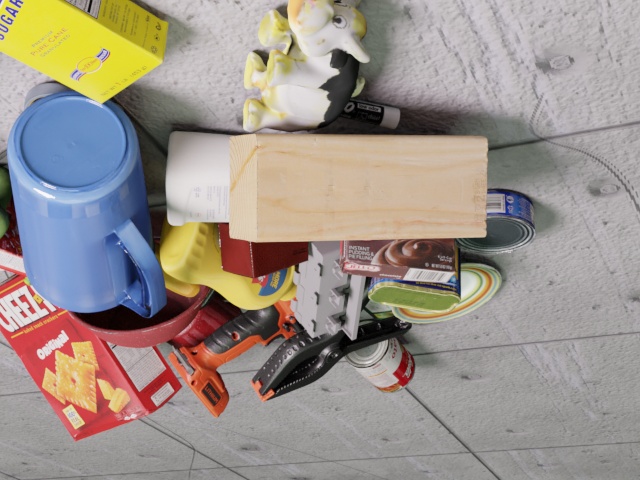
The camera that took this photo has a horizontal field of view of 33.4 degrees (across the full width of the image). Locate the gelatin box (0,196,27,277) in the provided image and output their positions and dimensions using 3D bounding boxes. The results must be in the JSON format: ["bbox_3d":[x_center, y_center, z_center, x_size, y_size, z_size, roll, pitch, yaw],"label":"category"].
[{"bbox_3d":[-0.315,-0.005,1.118,0.073,0.089,0.030,23,125,-34],"label":"gelatin box"}]

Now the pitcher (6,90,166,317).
[{"bbox_3d":[-0.212,-0.026,0.985,0.149,0.145,0.243,4,157,-7],"label":"pitcher"}]

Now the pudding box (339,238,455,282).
[{"bbox_3d":[0.077,-0.007,1.068,0.113,0.090,0.039,7,155,-9],"label":"pudding box"}]

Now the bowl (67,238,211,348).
[{"bbox_3d":[-0.193,0.066,1.159,0.162,0.162,0.055,-1,126,7],"label":"bowl"}]

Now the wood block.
[{"bbox_3d":[0.032,-0.046,0.922,0.205,0.090,0.091,-1,-176,-19],"label":"wood block"}]

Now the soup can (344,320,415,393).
[{"bbox_3d":[0.077,0.154,1.416,0.069,0.068,0.102,-9,150,23],"label":"soup can"}]

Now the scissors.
[{"bbox_3d":[-0.276,-0.103,0.996,0.202,0.016,0.096,-12,153,26],"label":"scissors"}]

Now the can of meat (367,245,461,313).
[{"bbox_3d":[0.101,0.026,1.137,0.102,0.084,0.057,9,153,-13],"label":"can of meat"}]

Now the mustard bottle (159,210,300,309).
[{"bbox_3d":[-0.082,0.021,1.134,0.058,0.096,0.191,-16,148,37],"label":"mustard bottle"}]

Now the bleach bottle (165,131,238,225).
[{"bbox_3d":[-0.019,-0.053,1.020,0.250,0.068,0.103,3,153,-5],"label":"bleach bottle"}]

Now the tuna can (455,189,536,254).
[{"bbox_3d":[0.177,-0.019,1.096,0.086,0.033,0.086,3,154,1],"label":"tuna can"}]

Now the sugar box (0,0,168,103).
[{"bbox_3d":[-0.214,-0.174,0.817,0.176,0.048,0.094,24,147,-37],"label":"sugar box"}]

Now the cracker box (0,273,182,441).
[{"bbox_3d":[-0.286,0.122,1.258,0.164,0.072,0.213,-24,102,42],"label":"cracker box"}]

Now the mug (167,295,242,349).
[{"bbox_3d":[-0.161,0.096,1.320,0.117,0.093,0.081,29,171,44],"label":"mug"}]

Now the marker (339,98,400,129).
[{"bbox_3d":[0.010,-0.119,0.932,0.121,0.020,0.020,11,153,-14],"label":"marker"}]

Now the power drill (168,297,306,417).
[{"bbox_3d":[-0.076,0.125,1.279,0.187,0.057,0.184,-39,138,-8],"label":"power drill"}]

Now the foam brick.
[{"bbox_3d":[-0.057,0.001,1.073,0.078,0.053,0.051,-17,-160,-41],"label":"foam brick"}]

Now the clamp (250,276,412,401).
[{"bbox_3d":[0.015,0.123,1.267,0.210,0.036,0.164,-38,147,4],"label":"clamp"}]
